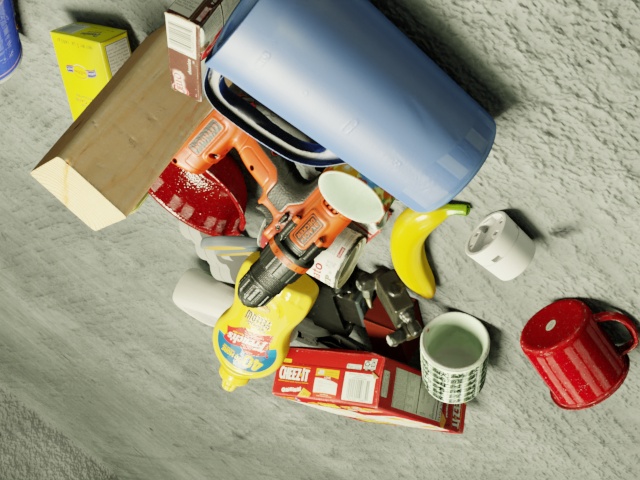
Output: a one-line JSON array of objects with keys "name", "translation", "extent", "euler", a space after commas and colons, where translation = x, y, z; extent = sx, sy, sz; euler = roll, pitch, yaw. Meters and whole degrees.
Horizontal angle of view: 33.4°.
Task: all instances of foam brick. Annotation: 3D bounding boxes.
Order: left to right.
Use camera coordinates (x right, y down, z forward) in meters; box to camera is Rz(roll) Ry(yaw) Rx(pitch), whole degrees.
[{"name": "foam brick", "translation": [0.092, 0.107, 1.326], "extent": [0.053, 0.051, 0.078], "euler": [19, 150, 26]}]

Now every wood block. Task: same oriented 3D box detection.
[{"name": "wood block", "translation": [-0.186, -0.121, 1.084], "extent": [0.090, 0.206, 0.091], "euler": [44, 152, -19]}]

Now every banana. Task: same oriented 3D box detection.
[{"name": "banana", "translation": [0.108, 0.008, 1.160], "extent": [0.070, 0.037, 0.198], "euler": [29, 153, 10]}]

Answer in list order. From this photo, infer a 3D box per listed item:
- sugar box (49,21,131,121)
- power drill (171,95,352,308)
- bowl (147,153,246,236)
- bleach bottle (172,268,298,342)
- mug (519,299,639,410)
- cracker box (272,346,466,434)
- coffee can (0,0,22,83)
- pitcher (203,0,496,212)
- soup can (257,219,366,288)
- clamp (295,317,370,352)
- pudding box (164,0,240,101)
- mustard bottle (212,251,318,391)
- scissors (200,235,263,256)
[{"name": "sugar box", "translation": [-0.243, -0.154, 1.206], "extent": [0.093, 0.048, 0.176], "euler": [19, 128, 39]}, {"name": "power drill", "translation": [-0.068, -0.045, 1.124], "extent": [0.188, 0.185, 0.057], "euler": [46, -162, 5]}, {"name": "bowl", "translation": [-0.145, -0.075, 1.283], "extent": [0.162, 0.055, 0.162], "euler": [26, 153, 15]}, {"name": "bleach bottle", "translation": [-0.103, 0.100, 1.446], "extent": [0.102, 0.068, 0.251], "euler": [33, 170, -34]}, {"name": "mug", "translation": [0.271, 0.111, 1.108], "extent": [0.117, 0.093, 0.081], "euler": [-27, 115, 26]}, {"name": "cracker box", "translation": [0.068, 0.194, 1.380], "extent": [0.164, 0.072, 0.213], "euler": [1, 164, 38]}, {"name": "coffee can", "translation": [-0.399, -0.254, 1.215], "extent": [0.103, 0.102, 0.140], "euler": [30, 153, 7]}, {"name": "pitcher", "translation": [0.024, -0.128, 0.924], "extent": [0.242, 0.145, 0.149], "euler": [38, 171, -14]}, {"name": "soup can", "translation": [-0.009, 0.001, 1.176], "extent": [0.102, 0.068, 0.068], "euler": [29, 153, 13]}, {"name": "clamp", "translation": [-0.006, 0.122, 1.474], "extent": [0.172, 0.039, 0.120], "euler": [17, 148, 28]}, {"name": "pudding box", "translation": [-0.104, -0.198, 0.994], "extent": [0.039, 0.090, 0.113], "euler": [27, 152, 9]}, {"name": "mustard bottle", "translation": [-0.080, 0.112, 1.309], "extent": [0.096, 0.058, 0.192], "euler": [29, 120, 5]}, {"name": "scissors", "translation": [-0.058, 0.002, 1.269], "extent": [0.202, 0.016, 0.096], "euler": [-7, 169, 37]}]
